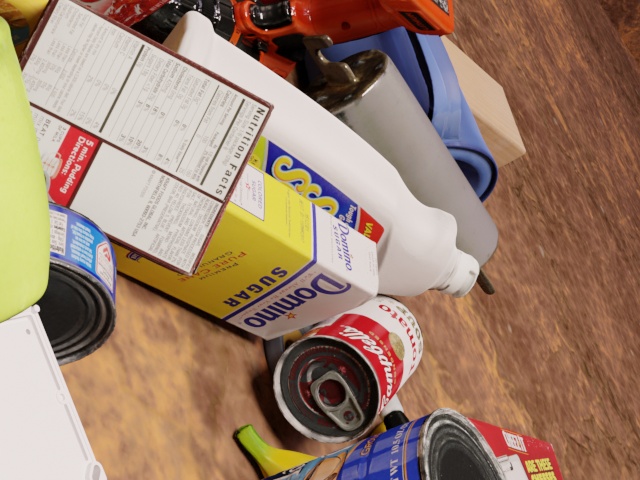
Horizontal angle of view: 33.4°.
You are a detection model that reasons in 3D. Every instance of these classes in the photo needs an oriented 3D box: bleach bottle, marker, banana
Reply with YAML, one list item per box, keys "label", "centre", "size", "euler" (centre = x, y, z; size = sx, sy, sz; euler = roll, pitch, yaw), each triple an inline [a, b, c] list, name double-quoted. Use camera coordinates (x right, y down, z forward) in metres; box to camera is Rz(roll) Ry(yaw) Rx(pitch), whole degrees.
- label: "bleach bottle"
  centre: [0.000, -0.034, 0.664]
  size: [0.250, 0.103, 0.068]
  euler: [28, 38, -22]
- label: "marker"
  centre: [0.039, 0.100, 0.744]
  size: [0.020, 0.020, 0.121]
  euler: [39, 16, -41]
- label: "banana"
  centre: [0.021, 0.145, 0.688]
  size: [0.197, 0.037, 0.069]
  euler: [14, 55, -58]

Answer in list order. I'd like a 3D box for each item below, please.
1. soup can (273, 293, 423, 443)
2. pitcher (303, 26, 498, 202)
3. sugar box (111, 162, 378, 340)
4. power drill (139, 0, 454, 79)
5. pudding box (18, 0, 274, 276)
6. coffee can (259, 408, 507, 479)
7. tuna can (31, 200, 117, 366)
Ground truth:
- label: "soup can"
  centre: [0.021, 0.078, 0.677]
  size: [0.068, 0.069, 0.102]
  euler: [63, 25, -2]
- label: "pitcher"
  centre: [0.055, -0.137, 0.904]
  size: [0.144, 0.149, 0.243]
  euler: [28, 39, -51]
- label: "sugar box"
  centre: [-0.054, 0.001, 0.603]
  size: [0.176, 0.093, 0.048]
  euler: [33, 46, -41]
- label: "power drill"
  centre: [-0.014, -0.163, 0.742]
  size: [0.184, 0.188, 0.057]
  euler: [6, 77, -64]
- label: "pudding box"
  centre: [-0.090, -0.047, 0.486]
  size: [0.113, 0.090, 0.039]
  euler: [27, -6, -16]
- label: "coffee can"
  centre: [0.021, 0.158, 0.554]
  size: [0.102, 0.140, 0.103]
  euler: [43, 32, -36]
- label: "tuna can"
  centre: [-0.131, 0.020, 0.460]
  size: [0.086, 0.086, 0.034]
  euler: [38, 34, -42]
